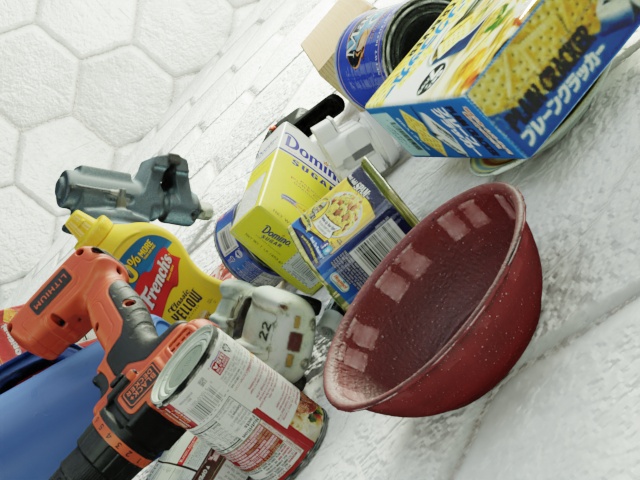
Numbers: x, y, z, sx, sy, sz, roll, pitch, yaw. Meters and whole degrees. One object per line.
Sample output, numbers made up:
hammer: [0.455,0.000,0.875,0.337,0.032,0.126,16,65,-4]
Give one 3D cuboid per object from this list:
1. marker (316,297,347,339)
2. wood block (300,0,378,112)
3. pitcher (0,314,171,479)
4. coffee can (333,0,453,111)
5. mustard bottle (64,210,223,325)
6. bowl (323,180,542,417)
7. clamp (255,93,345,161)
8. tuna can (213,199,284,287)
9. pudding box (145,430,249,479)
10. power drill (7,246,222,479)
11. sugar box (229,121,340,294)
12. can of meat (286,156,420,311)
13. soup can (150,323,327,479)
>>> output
marker: [0.029,0.026,0.838,0.020,0.020,0.121,-29,27,52]
wood block: [0.047,-0.207,1.183,0.091,0.090,0.206,-48,17,9]
pitcher: [-0.220,0.160,0.923,0.243,0.149,0.145,-32,5,6]
coffee can: [0.081,-0.168,0.980,0.103,0.102,0.140,-52,16,-5]
mustard bottle: [-0.156,0.040,0.983,0.096,0.191,0.058,-53,16,-18]
bowl: [0.074,0.045,0.611,0.162,0.055,0.162,-45,17,17]
clamp: [-0.048,-0.113,1.316,0.164,0.036,0.210,-50,14,-2]
tuna can: [-0.057,0.001,1.000,0.034,0.086,0.086,-36,21,36]
pudding box: [-0.097,0.182,0.793,0.090,0.039,0.114,-59,15,-18]
power drill: [-0.171,0.102,0.820,0.184,0.057,0.188,-46,48,-4]
sugar box: [-0.021,-0.034,0.972,0.048,0.093,0.176,-41,19,28]
can of meat: [0.028,-0.005,0.801,0.084,0.057,0.102,-40,27,5]
soup can: [-0.055,0.112,0.719,0.069,0.102,0.068,-45,17,18]
